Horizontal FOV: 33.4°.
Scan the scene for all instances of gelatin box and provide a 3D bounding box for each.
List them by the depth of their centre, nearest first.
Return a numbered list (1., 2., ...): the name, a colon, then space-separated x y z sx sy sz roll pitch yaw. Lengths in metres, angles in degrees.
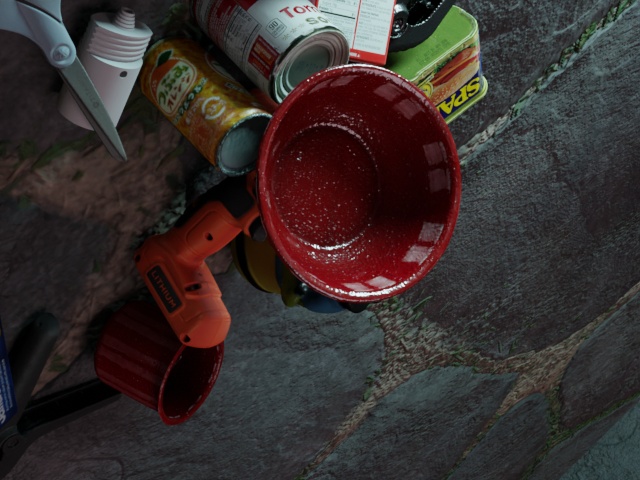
1. gelatin box: 0.020 -0.180 0.795 0.073 0.030 0.089 3 100 -36

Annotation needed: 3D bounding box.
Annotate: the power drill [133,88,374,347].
1. power drill: -0.056 0.001 0.852 0.188 0.184 0.057 -46 153 24

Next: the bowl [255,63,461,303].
1. bowl: 0.017 -0.038 0.739 0.161 0.055 0.162 0 91 -28

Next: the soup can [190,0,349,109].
1. soup can: -0.036 -0.147 0.745 0.068 0.102 0.068 -30 148 -21

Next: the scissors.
1. scissors: -0.180 -0.118 0.652 0.096 0.016 0.202 -21 131 -20

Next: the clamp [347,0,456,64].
1. clamp: 0.048 -0.172 0.875 0.171 0.039 0.120 -24 141 -27

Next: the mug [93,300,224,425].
1. mug: -0.138 0.100 0.949 0.117 0.082 0.093 -31 137 -54

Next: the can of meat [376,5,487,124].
1. can of meat: 0.097 -0.149 0.952 0.102 0.057 0.084 -37 147 -12

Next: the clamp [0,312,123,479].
1. clamp: -0.269 0.165 0.935 0.210 0.036 0.164 -45 150 -3
